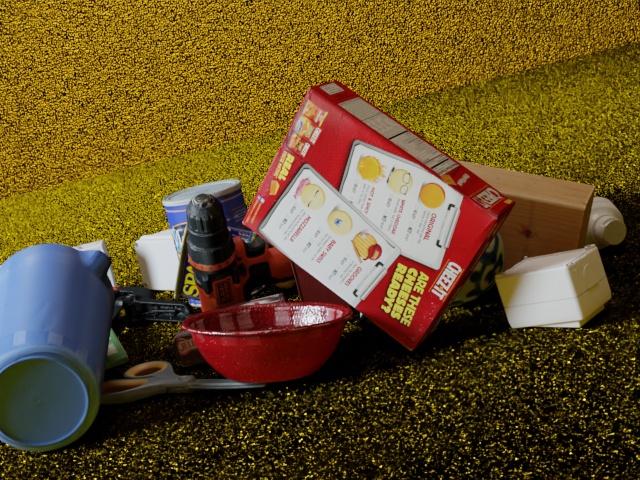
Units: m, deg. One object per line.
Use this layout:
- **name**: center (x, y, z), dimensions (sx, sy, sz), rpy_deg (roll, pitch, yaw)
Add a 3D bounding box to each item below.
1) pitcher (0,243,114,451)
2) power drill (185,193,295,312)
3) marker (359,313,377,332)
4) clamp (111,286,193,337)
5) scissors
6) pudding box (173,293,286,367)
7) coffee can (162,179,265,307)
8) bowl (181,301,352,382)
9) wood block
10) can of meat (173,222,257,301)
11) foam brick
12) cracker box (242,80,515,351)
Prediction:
- **pitcher**: center (-0.276, 0.110, 1.049), dimensions (0.145, 0.149, 0.243), rpy_deg (1, 19, -11)
- **power drill**: center (-0.058, 0.001, 1.197), dimensions (0.187, 0.184, 0.057), rpy_deg (-18, 45, -15)
- **marker**: center (0.051, 0.073, 1.138), dimensions (0.020, 0.020, 0.121), rpy_deg (-12, 12, 5)
- **clamp**: center (-0.227, 0.086, 1.331), dimensions (0.120, 0.039, 0.172), rpy_deg (-9, 18, -14)
- **scissors**: center (-0.133, 0.135, 1.055), dimensions (0.202, 0.016, 0.096), rpy_deg (-9, 13, 18)
- **pudding box**: center (-0.093, 0.095, 1.141), dimensions (0.113, 0.039, 0.090), rpy_deg (-12, 12, 6)
- **coffee can**: center (-0.135, 0.002, 1.365), dimensions (0.103, 0.140, 0.103), rpy_deg (-12, 12, 3)
- **bowl**: center (-0.048, 0.097, 1.008), dimensions (0.162, 0.055, 0.162), rpy_deg (-4, 6, 0)
- **wood block**: center (0.175, -0.025, 1.133), dimensions (0.206, 0.091, 0.090), rpy_deg (13, 21, 18)
- **can of meat**: center (-0.125, 0.029, 1.280), dimensions (0.084, 0.102, 0.057), rpy_deg (12, 30, -2)
- **foam brick**: center (0.004, 0.048, 1.161), dimensions (0.051, 0.078, 0.053), rpy_deg (-13, 12, 9)
- **cracker box**: center (0.052, -0.027, 1.016), dimensions (0.214, 0.164, 0.072), rpy_deg (36, 30, 14)
